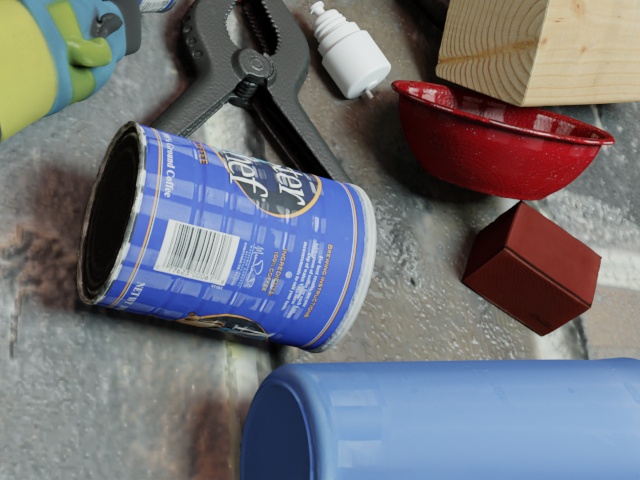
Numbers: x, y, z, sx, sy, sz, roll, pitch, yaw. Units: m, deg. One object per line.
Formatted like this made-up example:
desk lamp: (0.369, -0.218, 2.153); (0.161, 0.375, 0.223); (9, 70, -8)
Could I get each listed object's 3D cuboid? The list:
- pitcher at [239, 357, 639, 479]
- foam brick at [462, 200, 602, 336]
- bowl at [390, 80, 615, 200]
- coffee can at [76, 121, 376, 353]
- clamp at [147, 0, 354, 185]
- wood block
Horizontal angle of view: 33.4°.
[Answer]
pitcher: (0.087, 0.131, 0.590); (0.242, 0.149, 0.145); (5, 71, -26)
foam brick: (0.150, 0.020, 0.755); (0.078, 0.053, 0.051); (34, 49, -12)
bowl: (0.122, -0.068, 0.760); (0.162, 0.055, 0.162); (13, 15, -4)
coffee can: (-0.054, 0.001, 0.603); (0.140, 0.103, 0.103); (15, 55, -25)
clamp: (-0.041, -0.102, 0.720); (0.164, 0.036, 0.210); (19, 53, -21)
wood block: (0.200, -0.162, 0.847); (0.205, 0.090, 0.091); (-9, 28, -41)
